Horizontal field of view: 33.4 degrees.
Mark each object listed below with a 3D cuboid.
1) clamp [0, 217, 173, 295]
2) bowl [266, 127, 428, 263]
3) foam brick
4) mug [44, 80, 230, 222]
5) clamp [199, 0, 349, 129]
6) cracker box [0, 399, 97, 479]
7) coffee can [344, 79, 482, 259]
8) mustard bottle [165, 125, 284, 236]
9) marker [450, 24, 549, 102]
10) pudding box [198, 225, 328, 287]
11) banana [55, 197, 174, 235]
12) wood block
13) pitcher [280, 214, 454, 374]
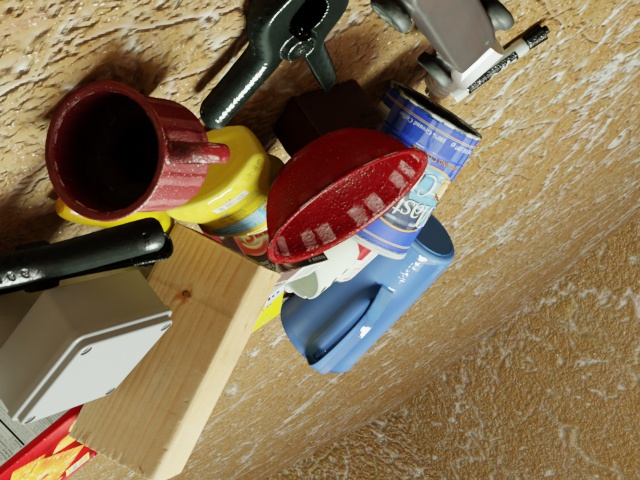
[{"bbox_3d":[-0.208,0.018,0.801,0.209,0.036,0.165,-12,177,-13],"label":"clamp"},{"bbox_3d":[0.011,-0.048,0.916,0.162,0.055,0.162,-31,164,-10],"label":"bowl"},{"bbox_3d":[0.007,-0.101,0.954,0.078,0.053,0.051,-21,160,-37],"label":"foam brick"},{"bbox_3d":[-0.118,-0.060,0.735,0.117,0.093,0.081,-1,-178,21],"label":"mug"},{"bbox_3d":[-0.031,-0.144,0.774,0.120,0.039,0.171,-32,159,-22],"label":"clamp"},{"bbox_3d":[-0.300,0.216,0.986,0.213,0.072,0.164,-41,165,-33],"label":"cracker box"},{"bbox_3d":[0.074,-0.068,1.025,0.140,0.103,0.102,-58,158,15],"label":"coffee can"},{"bbox_3d":[-0.074,-0.043,0.957,0.096,0.058,0.191,-34,165,6],"label":"mustard bottle"},{"bbox_3d":[0.188,-0.187,1.121,0.121,0.020,0.020,-35,165,6],"label":"marker"},{"bbox_3d":[-0.057,0.001,1.071,0.039,0.090,0.113,-41,164,33],"label":"pudding box"},{"bbox_3d":[-0.163,-0.014,0.908,0.069,0.037,0.198,-33,165,-4],"label":"banana"},{"bbox_3d":[-0.127,0.099,0.951,0.206,0.091,0.090,-63,170,-1],"label":"wood block"},{"bbox_3d":[0.065,0.067,1.437,0.144,0.149,0.243,4,138,-48],"label":"pitcher"}]
